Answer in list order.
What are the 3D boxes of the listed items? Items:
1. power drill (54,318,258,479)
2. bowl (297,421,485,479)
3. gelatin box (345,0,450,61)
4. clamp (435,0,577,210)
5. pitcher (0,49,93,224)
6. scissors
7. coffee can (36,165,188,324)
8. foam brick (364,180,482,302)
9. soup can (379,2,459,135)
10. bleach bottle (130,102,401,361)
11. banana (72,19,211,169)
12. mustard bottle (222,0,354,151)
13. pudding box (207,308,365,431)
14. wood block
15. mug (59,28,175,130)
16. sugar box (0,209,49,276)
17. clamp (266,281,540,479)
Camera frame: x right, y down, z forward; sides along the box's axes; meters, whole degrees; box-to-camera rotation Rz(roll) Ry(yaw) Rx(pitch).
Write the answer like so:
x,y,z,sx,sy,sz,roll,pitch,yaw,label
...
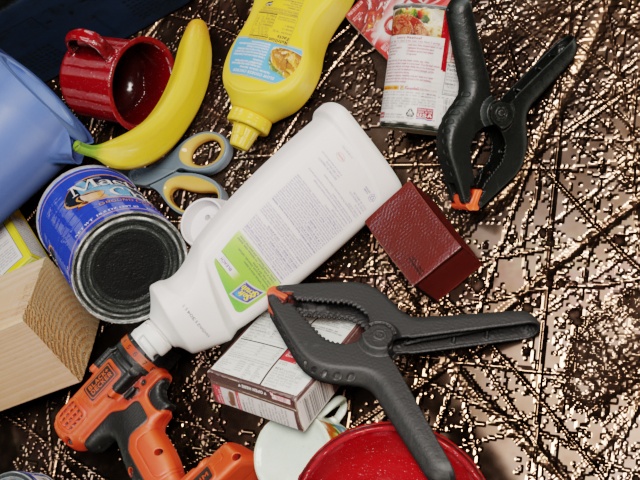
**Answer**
x,y,z,sx,sy,sz,roll,pitch,yaw,label
-0.128,0.154,0.928,0.184,0.057,0.188,-48,54,4,power drill
0.050,0.218,0.788,0.162,0.055,0.162,0,89,10,bowl
0.078,-0.208,0.960,0.089,0.030,0.073,-43,60,8,gelatin box
0.148,-0.107,0.871,0.120,0.039,0.171,7,95,-14,clamp
-0.354,-0.068,1.032,0.243,0.145,0.149,-44,24,1,pitcher
-0.164,-0.078,1.049,0.202,0.016,0.096,22,83,31,scissors
-0.189,0.000,0.956,0.103,0.102,0.140,-54,33,2,coffee can
0.084,0.002,0.876,0.053,0.051,0.078,-40,60,11,foam brick
0.088,-0.142,0.898,0.069,0.068,0.102,9,94,29,soup can
-0.056,0.001,0.884,0.250,0.068,0.102,-40,102,-9,bleach bottle
-0.150,-0.129,1.021,0.037,0.069,0.197,0,45,44,banana
-0.039,-0.173,0.992,0.096,0.058,0.191,19,82,32,mustard bottle
-0.024,0.096,0.876,0.090,0.039,0.113,13,39,30,pudding box
-0.325,0.106,1.012,0.206,0.090,0.090,-21,35,20,wood block
-0.207,-0.164,1.044,0.082,0.117,0.093,14,68,35,mug
-0.353,-0.006,1.105,0.093,0.048,0.176,-42,57,6,sugar box
0.055,0.079,0.828,0.210,0.036,0.164,28,55,25,clamp
